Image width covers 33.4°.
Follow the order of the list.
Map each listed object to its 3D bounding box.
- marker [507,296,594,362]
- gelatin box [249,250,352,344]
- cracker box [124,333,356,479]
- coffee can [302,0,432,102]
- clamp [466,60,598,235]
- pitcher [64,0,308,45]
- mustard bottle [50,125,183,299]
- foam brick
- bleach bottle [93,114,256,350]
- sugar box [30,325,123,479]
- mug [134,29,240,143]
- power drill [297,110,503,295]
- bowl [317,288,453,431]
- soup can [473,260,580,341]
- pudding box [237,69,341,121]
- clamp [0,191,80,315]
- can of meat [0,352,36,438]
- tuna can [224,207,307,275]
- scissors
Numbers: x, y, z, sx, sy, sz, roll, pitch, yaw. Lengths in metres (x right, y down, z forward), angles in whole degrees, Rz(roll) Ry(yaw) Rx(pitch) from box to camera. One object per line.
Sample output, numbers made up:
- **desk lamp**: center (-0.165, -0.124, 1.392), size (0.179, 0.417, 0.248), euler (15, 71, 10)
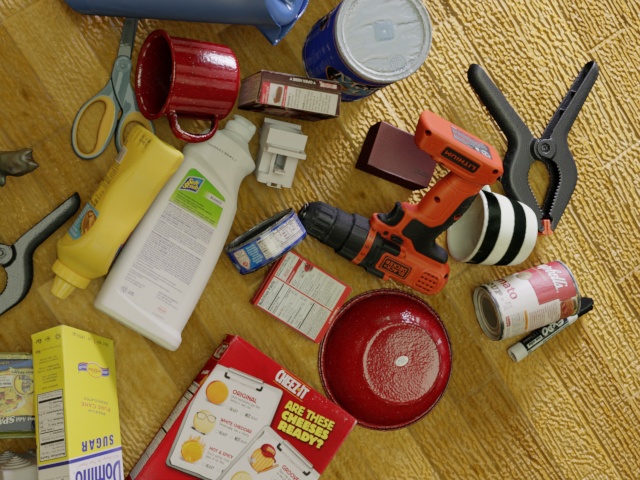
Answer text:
- **marker**: center (0.272, 0.102, 1.251), size (0.121, 0.020, 0.020), euler (-33, 97, -13)
- **gelatin box**: center (-0.022, 0.060, 1.170), size (0.089, 0.030, 0.073), euler (32, 83, -12)
- **cracker box**: center (-0.091, 0.231, 1.128), size (0.164, 0.072, 0.213), euler (37, 79, -12)
- **coffee can**: center (0.046, -0.208, 1.136), size (0.102, 0.140, 0.103), euler (0, 89, -15)
- **clamp**: center (0.262, -0.113, 1.244), size (0.164, 0.036, 0.210), euler (-11, 94, -14)
- **pitcher**: center (-0.137, -0.286, 1.045), size (0.243, 0.145, 0.149), euler (5, 69, 21)
- **mustard bottle**: center (-0.215, -0.023, 1.084), size (0.058, 0.096, 0.191), euler (34, 90, -23)
- **foam brick**: center (0.087, -0.093, 1.190), size (0.078, 0.051, 0.053), euler (22, 84, -13)
- **bleach bottle**: center (-0.135, -0.016, 1.127), size (0.102, 0.068, 0.250), euler (32, 79, -13)
- **sugar box**: center (-0.237, 0.179, 1.050), size (0.048, 0.093, 0.176), euler (-18, 69, 19)
- **mug**: center (-0.135, -0.156, 1.105), size (0.081, 0.093, 0.117), euler (2, 68, -34)
- **power drill**: center (0.091, -0.044, 1.147), size (0.184, 0.057, 0.188), euler (25, 119, -16)
- **bowl**: center (0.081, 0.134, 1.183), size (0.162, 0.055, 0.162), euler (0, 88, -15)
- **soup can**: center (0.234, 0.069, 1.217), size (0.102, 0.069, 0.068), euler (-17, 93, -14)
- **pudding box**: center (-0.034, -0.151, 1.128), size (0.090, 0.114, 0.039), euler (7, 90, -14)
- **clamp**: center (-0.316, 0.009, 1.091), size (0.120, 0.039, 0.171), euler (10, 90, -9)
- **can of meat**: center (-0.323, 0.155, 1.076), size (0.102, 0.057, 0.084), euler (1, 86, -15)
- **tuna can**: center (-0.057, 0.001, 1.133), size (0.086, 0.086, 0.034), euler (-33, 99, -13)
- **scissors**: center (-0.196, -0.170, 1.136), size (0.096, 0.016, 0.201), euler (28, 83, -14)
